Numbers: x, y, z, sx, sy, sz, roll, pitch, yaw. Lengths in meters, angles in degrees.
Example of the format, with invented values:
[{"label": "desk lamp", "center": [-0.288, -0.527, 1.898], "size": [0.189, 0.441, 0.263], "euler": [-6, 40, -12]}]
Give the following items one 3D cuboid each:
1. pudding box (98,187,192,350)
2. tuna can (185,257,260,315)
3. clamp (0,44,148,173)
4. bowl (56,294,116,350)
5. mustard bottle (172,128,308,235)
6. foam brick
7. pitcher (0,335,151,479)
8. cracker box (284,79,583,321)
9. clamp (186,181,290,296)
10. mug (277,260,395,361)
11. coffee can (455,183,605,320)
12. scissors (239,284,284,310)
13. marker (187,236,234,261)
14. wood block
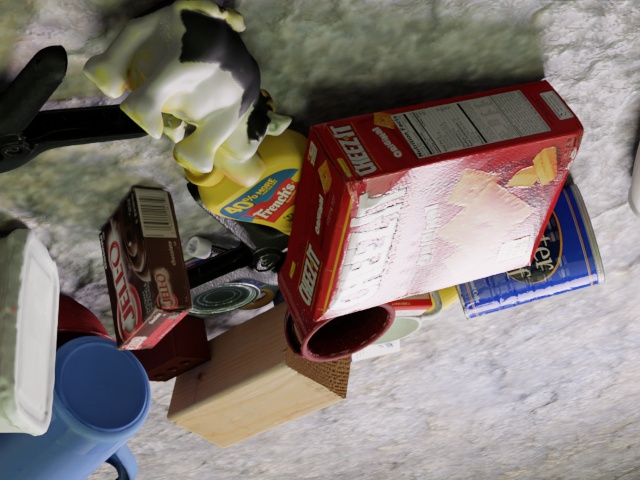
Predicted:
[{"label": "pudding box", "center": [-0.149, 0.025, 0.900], "size": [0.039, 0.113, 0.090], "euler": [3, 152, -32]}, {"label": "tuna can", "center": [-0.104, 0.044, 1.072], "size": [0.086, 0.034, 0.086], "euler": [-10, 157, -5]}, {"label": "clamp", "center": [-0.208, -0.081, 0.717], "size": [0.171, 0.039, 0.120], "euler": [-16, 154, 10]}, {"label": "bowl", "center": [-0.285, 0.096, 1.070], "size": [0.162, 0.055, 0.162], "euler": [-10, 157, -5]}, {"label": "mustard bottle", "center": [-0.041, -0.050, 0.852], "size": [0.096, 0.058, 0.191], "euler": [-31, 151, 33]}, {"label": "foam brick", "center": [-0.170, 0.121, 1.194], "size": [0.078, 0.051, 0.052], "euler": [-29, 153, 33]}, {"label": "pitcher", "center": [-0.261, 0.197, 1.074], "size": [0.148, 0.145, 0.243], "euler": [-2, 154, -41]}, {"label": "cracker box", "center": [0.089, -0.030, 0.856], "size": [0.213, 0.072, 0.164], "euler": [-14, 141, -22]}, {"label": "clamp", "center": [-0.056, 0.001, 0.973], "size": [0.209, 0.036, 0.165], "euler": [-5, 143, -27]}, {"label": "mug", "center": [0.004, 0.060, 0.987], "size": [0.093, 0.081, 0.117], "euler": [3, 139, -40]}, {"label": "coffee can", "center": [0.200, 0.012, 1.064], "size": [0.140, 0.103, 0.102], "euler": [-16, 157, 10]}, {"label": "scissors", "center": [-0.041, 0.030, 1.096], "size": [0.096, 0.016, 0.202], "euler": [-4, 151, -8]}, {"label": "marker", "center": [-0.076, 0.019, 1.031], "size": [0.120, 0.020, 0.020], "euler": [18, 143, -41]}, {"label": "wood block", "center": [-0.068, 0.148, 1.181], "size": [0.090, 0.090, 0.207], "euler": [33, 137, -29]}]
